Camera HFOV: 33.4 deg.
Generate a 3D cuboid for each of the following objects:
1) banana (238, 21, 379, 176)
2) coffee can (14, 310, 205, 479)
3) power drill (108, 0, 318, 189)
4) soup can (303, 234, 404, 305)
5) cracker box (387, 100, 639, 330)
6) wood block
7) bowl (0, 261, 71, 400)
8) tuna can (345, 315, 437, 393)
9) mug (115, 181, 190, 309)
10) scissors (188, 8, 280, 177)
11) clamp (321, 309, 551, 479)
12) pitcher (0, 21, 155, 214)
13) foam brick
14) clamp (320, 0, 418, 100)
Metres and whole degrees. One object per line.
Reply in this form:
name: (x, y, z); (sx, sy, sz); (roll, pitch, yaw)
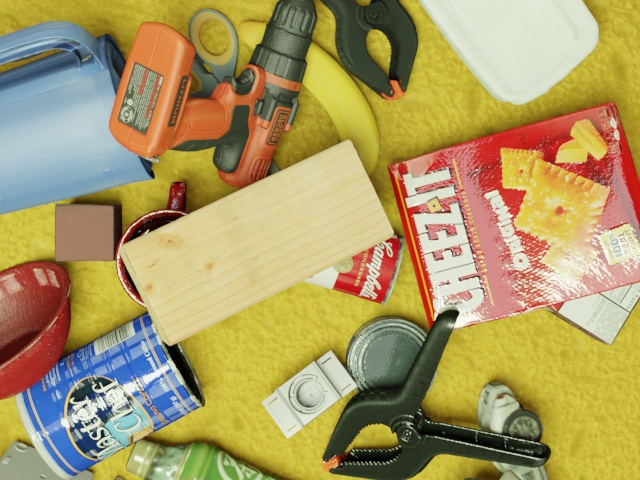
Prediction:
banana: (0.001, -0.133, 0.999); (0.069, 0.037, 0.198); (-32, 94, -2)
coffee can: (-0.190, 0.139, 0.970); (0.140, 0.103, 0.103); (-28, 94, -2)
power drill: (-0.082, -0.133, 0.906); (0.057, 0.187, 0.184); (27, 105, 31)
soup can: (0.020, 0.014, 0.993); (0.102, 0.068, 0.068); (16, 92, -3)
cracker box: (0.184, -0.018, 0.969); (0.214, 0.072, 0.164); (-15, 83, 8)
wood block: (-0.056, 0.002, 0.898); (0.206, 0.091, 0.090); (-26, 94, -12)
bowl: (-0.282, 0.091, 0.953); (0.162, 0.162, 0.055); (-28, 122, -2)
tuna can: (0.067, 0.115, 1.018); (0.086, 0.034, 0.086); (0, 93, -3)
mug: (-0.135, 0.004, 0.976); (0.093, 0.081, 0.117); (3, 93, -4)
scissors: (-0.075, -0.136, 1.005); (0.201, 0.016, 0.096); (39, 90, -5)
clamp: (0.093, 0.174, 0.975); (0.210, 0.036, 0.164); (-37, 95, 29)
pitcher: (-0.278, -0.093, 0.936); (0.243, 0.145, 0.149); (-16, 97, 0)
foam brick: (-0.210, -0.007, 0.974); (0.053, 0.078, 0.051); (1, 91, -4)
clamp: (0.034, -0.212, 0.995); (0.120, 0.039, 0.171); (-11, 92, -6)
